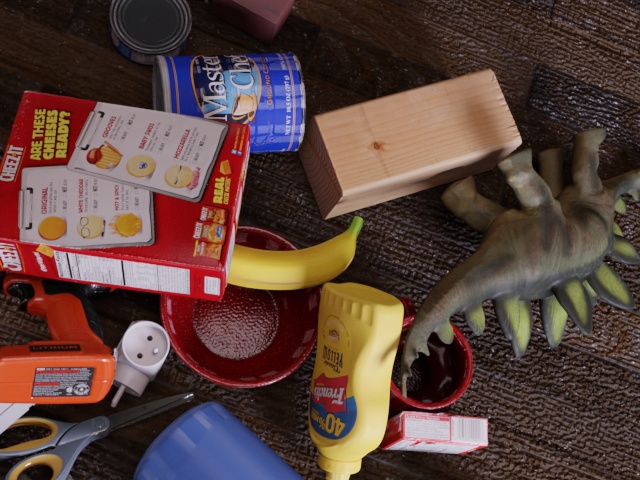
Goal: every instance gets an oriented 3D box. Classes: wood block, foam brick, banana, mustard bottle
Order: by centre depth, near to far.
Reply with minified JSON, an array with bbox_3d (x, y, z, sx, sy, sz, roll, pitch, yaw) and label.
[{"bbox_3d":[0.027,0.140,0.999,0.058,0.096,0.192,1,101,-34],"label":"mustard bottle"},{"bbox_3d":[-0.050,0.016,1.025,0.197,0.037,0.069,-3,55,-15],"label":"banana"},{"bbox_3d":[0.092,-0.102,1.124,0.205,0.090,0.091,-17,78,-17],"label":"wood block"},{"bbox_3d":[-0.073,-0.259,1.155,0.078,0.051,0.053,30,70,-2],"label":"foam brick"}]

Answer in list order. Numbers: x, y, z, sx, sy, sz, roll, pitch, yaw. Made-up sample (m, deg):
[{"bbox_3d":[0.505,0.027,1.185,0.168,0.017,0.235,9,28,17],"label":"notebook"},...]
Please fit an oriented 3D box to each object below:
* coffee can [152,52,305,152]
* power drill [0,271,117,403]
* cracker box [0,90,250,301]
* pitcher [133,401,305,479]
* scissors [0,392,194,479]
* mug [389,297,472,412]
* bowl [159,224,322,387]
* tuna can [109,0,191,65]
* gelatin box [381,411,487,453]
[{"bbox_3d":[-0.095,-0.138,1.085,0.140,0.103,0.103,-4,74,-14],"label":"coffee can"},{"bbox_3d":[-0.263,0.063,0.960,0.184,0.057,0.188,1,37,-20],"label":"power drill"},{"bbox_3d":[-0.180,-0.040,0.973,0.213,0.072,0.164,8,58,-1],"label":"cracker box"},{"bbox_3d":[-0.056,0.269,0.946,0.243,0.145,0.149,42,60,16],"label":"pitcher"},{"bbox_3d":[-0.210,0.190,0.988,0.201,0.016,0.096,-4,46,-14],"label":"scissors"},{"bbox_3d":[0.090,0.115,1.060,0.093,0.082,0.117,-12,76,-16],"label":"mug"},{"bbox_3d":[-0.079,0.069,1.050,0.162,0.055,0.162,4,72,-12],"label":"bowl"},{"bbox_3d":[-0.181,-0.229,1.131,0.086,0.034,0.086,4,73,-12],"label":"tuna can"},{"bbox_3d":[0.110,0.189,1.046,0.089,0.073,0.030,6,71,-10],"label":"gelatin box"}]
